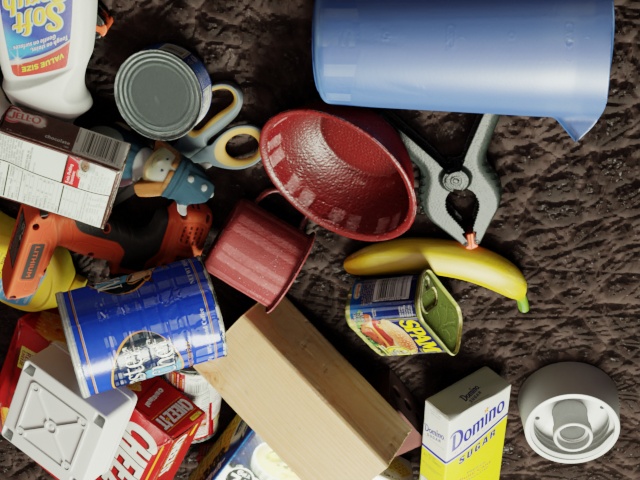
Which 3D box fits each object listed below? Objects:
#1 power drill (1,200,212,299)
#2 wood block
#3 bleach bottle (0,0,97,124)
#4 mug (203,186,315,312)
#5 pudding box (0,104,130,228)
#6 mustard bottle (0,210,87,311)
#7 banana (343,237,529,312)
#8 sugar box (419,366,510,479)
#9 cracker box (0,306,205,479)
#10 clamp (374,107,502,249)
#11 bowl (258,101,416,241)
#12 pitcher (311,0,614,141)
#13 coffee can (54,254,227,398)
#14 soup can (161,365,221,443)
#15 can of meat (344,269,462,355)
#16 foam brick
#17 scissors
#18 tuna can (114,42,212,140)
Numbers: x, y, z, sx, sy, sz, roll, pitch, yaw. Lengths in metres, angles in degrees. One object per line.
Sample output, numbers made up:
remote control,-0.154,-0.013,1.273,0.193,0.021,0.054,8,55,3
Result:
power drill,-0.215,0.029,1.062,0.187,0.057,0.185,8,118,-28
wood block,-0.017,0.162,1.101,0.206,0.090,0.091,46,119,3
bleach bottle,-0.230,-0.196,0.911,0.102,0.068,0.251,0,123,-2
mug,-0.057,0.001,1.049,0.081,0.093,0.117,31,90,-8
pudding box,-0.236,-0.064,0.957,0.113,0.039,0.090,19,140,-9
mustard bottle,-0.318,0.021,1.104,0.191,0.058,0.096,30,121,-12
banana,0.125,0.029,1.067,0.197,0.037,0.070,14,123,-2
sugar box,0.156,0.231,1.164,0.093,0.048,0.176,-24,132,-30
cracker box,-0.250,0.191,1.155,0.214,0.072,0.164,36,123,13
clamp,0.134,-0.072,1.001,0.120,0.039,0.171,-15,123,23
bowl,0.026,-0.074,0.979,0.162,0.055,0.162,24,147,16
pitcher,0.119,-0.178,0.889,0.243,0.149,0.145,2,145,9
coffee can,-0.170,0.081,1.012,0.140,0.103,0.103,-15,123,-13
soup can,-0.141,0.162,1.168,0.068,0.068,0.102,9,123,1
can of meat,0.084,0.075,1.070,0.084,0.057,0.102,-7,145,29
foam brick,0.075,0.189,1.169,0.051,0.053,0.078,-29,116,23
scissors,-0.128,-0.071,1.044,0.096,0.016,0.202,37,119,-10
tuna can,-0.144,-0.138,0.984,0.086,0.033,0.086,6,115,13
